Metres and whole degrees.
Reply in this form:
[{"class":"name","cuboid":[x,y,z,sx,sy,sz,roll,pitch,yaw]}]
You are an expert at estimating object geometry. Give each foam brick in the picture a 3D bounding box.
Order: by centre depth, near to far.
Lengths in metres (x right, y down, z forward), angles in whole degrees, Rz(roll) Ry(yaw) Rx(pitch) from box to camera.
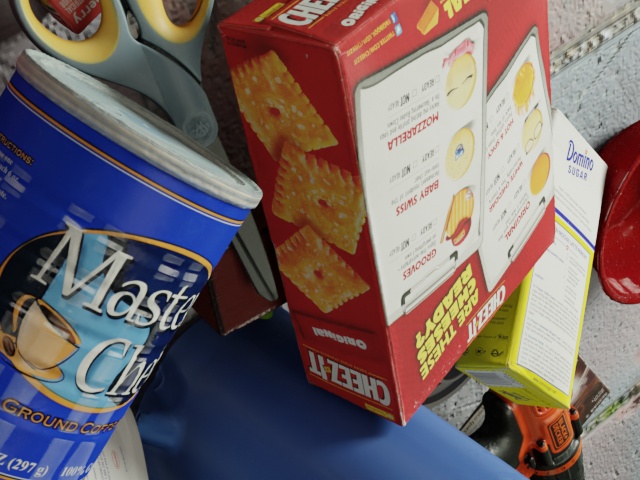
[{"class":"foam brick","cuboid":[-0.054,0.001,0.547,0.053,0.078,0.051,-28,132,-23]}]

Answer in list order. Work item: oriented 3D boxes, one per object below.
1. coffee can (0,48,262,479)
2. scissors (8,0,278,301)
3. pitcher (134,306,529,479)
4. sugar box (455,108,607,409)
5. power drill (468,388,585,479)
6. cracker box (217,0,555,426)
[{"class":"coffee can","cuboid":[-0.101,0.014,0.406,0.102,0.103,0.140,26,98,-47]},{"class":"scissors","cuboid":[-0.074,-0.053,0.462,0.096,0.016,0.202,-15,113,-20]},{"class":"pitcher","cuboid":[0.026,0.137,0.584,0.149,0.243,0.145,-42,135,-23]},{"class":"sugar box","cuboid":[0.141,0.013,0.699,0.093,0.048,0.176,34,62,-48]},{"class":"power drill","cuboid":[0.117,0.186,0.784,0.187,0.057,0.184,-42,133,-16]},{"class":"cracker box","cuboid":[0.045,-0.044,0.523,0.164,0.072,0.214,-44,138,-34]}]
